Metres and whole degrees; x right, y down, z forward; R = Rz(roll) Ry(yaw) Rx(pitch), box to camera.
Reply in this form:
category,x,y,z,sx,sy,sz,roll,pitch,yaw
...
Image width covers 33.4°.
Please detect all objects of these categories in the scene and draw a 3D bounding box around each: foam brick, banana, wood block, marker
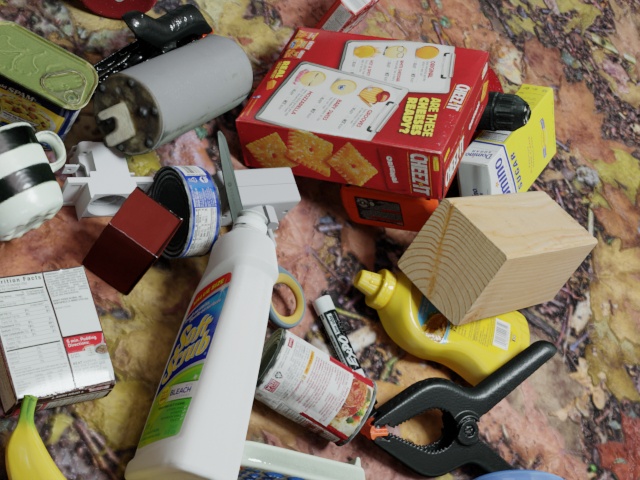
category,x,y,z,sx,sy,sz,roll,pitch,yaw
foam brick,-0.166,0.001,0.941,0.051,0.078,0.053,36,49,-9
banana,-0.177,0.209,0.831,0.197,0.037,0.069,44,85,-11
wood block,0.184,0.013,1.085,0.090,0.091,0.205,47,30,25
marker,0.025,0.110,1.030,0.020,0.020,0.121,-14,72,-36

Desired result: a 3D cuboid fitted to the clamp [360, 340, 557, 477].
category,x,y,z,sx,sy,sz,roll,pitch,yaw
clamp,0.140,0.188,1.026,0.209,0.036,0.164,-6,93,-21

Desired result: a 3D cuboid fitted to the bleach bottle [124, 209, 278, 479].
category,x,y,z,sx,sy,sz,roll,pitch,yaw
bleach bottle,-0.089,0.089,0.908,0.068,0.103,0.250,30,56,-29

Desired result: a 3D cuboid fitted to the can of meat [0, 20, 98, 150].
category,x,y,z,sx,sy,sz,roll,pitch,yaw
can of meat,-0.262,-0.134,0.954,0.102,0.084,0.057,27,53,-15

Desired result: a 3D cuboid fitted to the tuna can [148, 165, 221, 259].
category,x,y,z,sx,sy,sz,roll,pitch,yaw
tuna can,-0.125,-0.026,0.974,0.033,0.086,0.086,-4,67,-34

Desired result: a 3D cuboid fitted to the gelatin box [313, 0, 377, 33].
category,x,y,z,sx,sy,sz,roll,pitch,yaw
gelatin box,0.035,-0.262,1.210,0.030,0.073,0.089,46,50,-2

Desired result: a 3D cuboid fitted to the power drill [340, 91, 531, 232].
category,x,y,z,sx,sy,sz,roll,pitch,yaw
power drill,0.113,-0.094,1.122,0.185,0.057,0.187,8,51,24

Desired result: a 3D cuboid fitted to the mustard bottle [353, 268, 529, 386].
category,x,y,z,sx,sy,sz,roll,pitch,yaw
mustard bottle,0.119,0.079,1.078,0.191,0.058,0.096,28,52,-15

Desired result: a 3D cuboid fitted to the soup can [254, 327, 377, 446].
category,x,y,z,sx,sy,sz,roll,pitch,yaw
soup can,-0.009,0.132,0.966,0.102,0.069,0.068,32,52,-11

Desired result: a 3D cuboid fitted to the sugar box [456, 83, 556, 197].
category,x,y,z,sx,sy,sz,roll,pitch,yaw
sugar box,0.214,-0.095,1.211,0.176,0.048,0.093,-50,139,-40

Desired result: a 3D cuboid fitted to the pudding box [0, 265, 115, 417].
category,x,y,z,sx,sy,sz,roll,pitch,yaw
pudding box,-0.228,0.081,0.884,0.089,0.039,0.113,-8,67,-33

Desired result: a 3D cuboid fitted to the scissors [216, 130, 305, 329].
category,x,y,z,sx,sy,sz,roll,pitch,yaw
scissors,-0.057,0.001,1.001,0.096,0.016,0.202,4,83,-33

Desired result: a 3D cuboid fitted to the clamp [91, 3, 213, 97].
category,x,y,z,sx,sy,sz,roll,pitch,yaw
clamp,-0.171,-0.188,1.045,0.039,0.120,0.171,59,30,1

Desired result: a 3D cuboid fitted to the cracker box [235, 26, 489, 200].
category,x,y,z,sx,sy,sz,roll,pitch,yaw
cracker box,0.046,-0.131,1.077,0.214,0.072,0.164,12,49,20
